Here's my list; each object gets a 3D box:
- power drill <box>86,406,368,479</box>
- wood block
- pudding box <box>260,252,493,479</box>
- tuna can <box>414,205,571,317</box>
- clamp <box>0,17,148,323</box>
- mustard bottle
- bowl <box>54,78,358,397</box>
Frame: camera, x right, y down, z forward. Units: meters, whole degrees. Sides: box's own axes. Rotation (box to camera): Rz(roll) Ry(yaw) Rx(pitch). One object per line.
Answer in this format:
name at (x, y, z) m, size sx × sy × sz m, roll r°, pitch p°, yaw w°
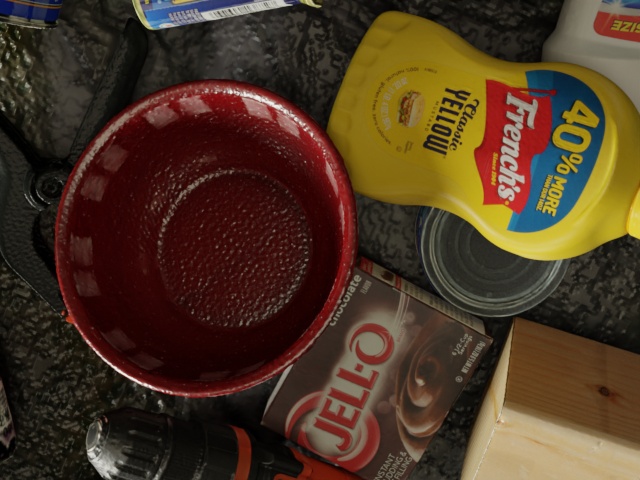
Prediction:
power drill at (-0.067, 0.194, 0.582) m, size 0.184 × 0.057 × 0.187 m, roll 23°, pitch 85°, yaw -28°
wood block at (0.186, 0.127, 0.570) m, size 0.206 × 0.090 × 0.090 m, roll 18°, pitch 120°, yaw 5°
pudding box at (0.031, 0.076, 0.610) m, size 0.090 × 0.039 × 0.113 m, roll 28°, pitch 103°, yaw -5°
tuna can at (0.096, -0.001, 0.591) m, size 0.086 × 0.033 × 0.086 m, roll 0°, pitch 104°, yaw 2°
clamp at (-0.156, -0.038, 0.587) m, size 0.120 × 0.039 × 0.171 m, roll 3°, pitch 104°, yaw -1°
mustard bottle at (0.100, -0.043, 0.528) m, size 0.192 × 0.058 × 0.096 m, roll 23°, pitch 92°, yaw 24°
bowl at (-0.054, 0.001, 0.557) m, size 0.162 × 0.055 × 0.162 m, roll -2°, pitch 81°, yaw 14°
